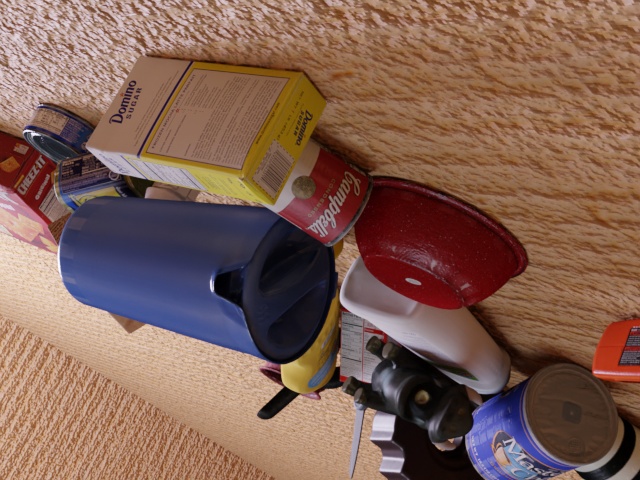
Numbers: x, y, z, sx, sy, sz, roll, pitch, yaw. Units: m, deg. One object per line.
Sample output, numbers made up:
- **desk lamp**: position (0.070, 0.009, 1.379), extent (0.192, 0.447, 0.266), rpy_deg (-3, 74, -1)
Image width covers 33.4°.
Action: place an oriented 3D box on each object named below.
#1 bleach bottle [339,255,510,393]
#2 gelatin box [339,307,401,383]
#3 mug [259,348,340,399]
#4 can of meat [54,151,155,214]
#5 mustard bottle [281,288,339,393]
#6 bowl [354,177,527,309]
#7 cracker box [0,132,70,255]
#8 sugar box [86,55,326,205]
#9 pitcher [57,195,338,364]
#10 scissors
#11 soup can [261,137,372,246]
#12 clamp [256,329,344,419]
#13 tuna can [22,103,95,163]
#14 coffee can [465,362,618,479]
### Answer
- **bleach bottle**: position (0.123, 0.098, 1.088), extent (0.103, 0.068, 0.250), rpy_deg (18, 164, 39)
- **gelatin box**: position (0.057, 0.122, 1.214), extent (0.030, 0.089, 0.073), rpy_deg (-3, -173, -43)
- **mug**: position (-0.018, 0.165, 1.455), extent (0.093, 0.081, 0.117), rpy_deg (10, 156, 43)
- **can of meat**: position (-0.209, -0.052, 1.085), extent (0.084, 0.057, 0.102), rpy_deg (-13, 149, 15)
- **mustard bottle**: position (-0.012, 0.129, 1.268), extent (0.058, 0.096, 0.191), rpy_deg (22, 153, 14)
- **bowl**: position (0.089, 0.013, 0.898), extent (0.162, 0.055, 0.162), rpy_deg (24, 162, 8)
- **cracker box**: position (-0.389, -0.063, 1.356), extent (0.164, 0.072, 0.213), rpy_deg (19, 161, 22)
- **sugar box**: position (-0.089, -0.086, 0.807), extent (0.177, 0.093, 0.048), rpy_deg (13, 158, 41)
- **pitcher**: position (-0.111, 0.026, 0.970), extent (0.243, 0.144, 0.149), rpy_deg (9, 140, 33)
- **scissors**: position (0.040, 0.174, 1.272), extent (0.016, 0.202, 0.096), rpy_deg (1, -153, -38)
- **soup can**: position (-0.018, -0.050, 0.850), extent (0.102, 0.068, 0.069), rpy_deg (32, 162, -17)
- **clamp**: position (-0.019, 0.149, 1.381), extent (0.039, 0.171, 0.120), rpy_deg (94, 156, -76)
- **tuna can**: position (-0.266, -0.105, 1.113), extent (0.086, 0.033, 0.086), rpy_deg (24, 163, 8)
- **coffee can**: position (0.225, 0.195, 1.103), extent (0.102, 0.102, 0.140), rpy_deg (28, 151, -5)
